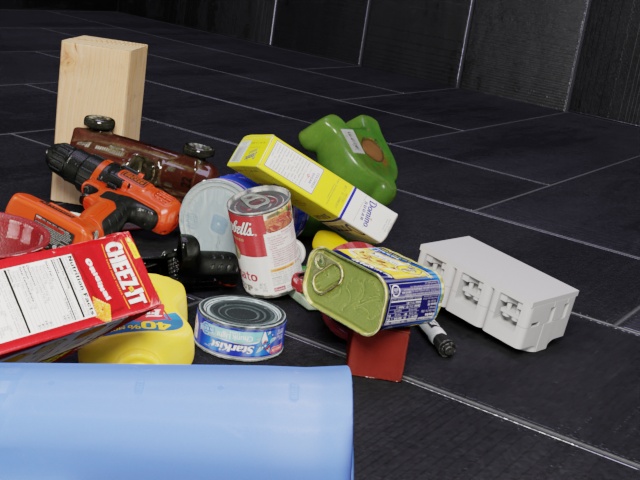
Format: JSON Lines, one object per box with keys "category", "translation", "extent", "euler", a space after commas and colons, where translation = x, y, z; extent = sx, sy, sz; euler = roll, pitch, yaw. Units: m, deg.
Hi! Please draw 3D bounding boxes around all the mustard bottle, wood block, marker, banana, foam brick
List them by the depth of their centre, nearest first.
{"category": "mustard bottle", "translation": [-0.156, 0.085, 0.902], "extent": [0.096, 0.058, 0.192], "euler": [-3, 19, -10]}
{"category": "foam brick", "translation": [0.053, 0.092, 1.000], "extent": [0.053, 0.051, 0.078], "euler": [9, 16, 0]}
{"category": "marker", "translation": [0.112, 0.089, 1.096], "extent": [0.020, 0.020, 0.121], "euler": [4, 17, -15]}
{"category": "banana", "translation": [0.039, 0.022, 1.198], "extent": [0.069, 0.037, 0.198], "euler": [0, 18, -26]}
{"category": "wood block", "translation": [-0.287, -0.153, 1.384], "extent": [0.091, 0.206, 0.090], "euler": [9, 16, 4]}

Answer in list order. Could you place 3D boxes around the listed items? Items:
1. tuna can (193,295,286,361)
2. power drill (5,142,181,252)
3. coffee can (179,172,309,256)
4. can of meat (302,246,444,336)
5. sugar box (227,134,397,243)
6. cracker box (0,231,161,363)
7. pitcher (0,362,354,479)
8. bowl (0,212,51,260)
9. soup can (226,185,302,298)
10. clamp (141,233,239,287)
{"category": "tuna can", "translation": [-0.075, 0.081, 1.002], "extent": [0.086, 0.034, 0.086], "euler": [8, 16, -2]}
{"category": "power drill", "translation": [-0.271, -0.044, 1.207], "extent": [0.184, 0.057, 0.187], "euler": [26, 28, 11]}
{"category": "coffee can", "translation": [-0.087, -0.031, 1.256], "extent": [0.103, 0.103, 0.140], "euler": [15, 17, 21]}
{"category": "can of meat", "translation": [0.049, 0.042, 0.969], "extent": [0.083, 0.057, 0.102], "euler": [-3, 22, -44]}
{"category": "sugar box", "translation": [-0.009, -0.056, 1.186], "extent": [0.176, 0.048, 0.093], "euler": [33, -9, -23]}
{"category": "cracker box", "translation": [-0.248, 0.066, 0.760], "extent": [0.164, 0.072, 0.213], "euler": [-27, -7, 36]}
{"category": "pitcher", "translation": [-0.100, 0.138, 0.640], "extent": [0.242, 0.145, 0.149], "euler": [4, -23, -3]}
{"category": "bowl", "translation": [-0.349, 0.015, 1.047], "extent": [0.162, 0.055, 0.162], "euler": [8, 16, -2]}
{"category": "soup can", "translation": [-0.057, 0.001, 1.133], "extent": [0.068, 0.102, 0.068], "euler": [-7, 27, 4]}
{"category": "clamp", "translation": [-0.154, 0.028, 1.071], "extent": [0.165, 0.036, 0.209], "euler": [-9, -9, 20]}
